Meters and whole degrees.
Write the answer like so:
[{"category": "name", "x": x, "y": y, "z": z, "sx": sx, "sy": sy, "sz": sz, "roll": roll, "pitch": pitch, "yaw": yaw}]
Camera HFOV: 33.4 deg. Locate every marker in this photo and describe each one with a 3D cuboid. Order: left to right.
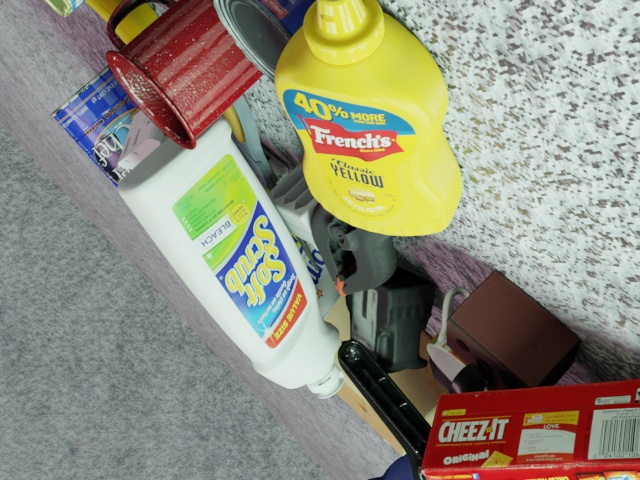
[{"category": "marker", "x": -0.076, "y": -0.093, "z": 0.964, "sx": 0.121, "sy": 0.020, "sz": 0.020, "roll": 40, "pitch": 166, "yaw": 25}]

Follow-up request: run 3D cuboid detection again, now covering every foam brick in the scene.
[{"category": "foam brick", "x": 0.130, "y": 0.069, "z": 0.732, "sx": 0.078, "sy": 0.051, "sz": 0.053, "roll": 41, "pitch": 166, "yaw": 22}]

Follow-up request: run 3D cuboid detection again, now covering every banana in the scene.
[{"category": "banana", "x": -0.165, "y": -0.181, "z": 0.878, "sx": 0.037, "sy": 0.069, "sz": 0.197, "roll": -6, "pitch": 154, "yaw": 26}]

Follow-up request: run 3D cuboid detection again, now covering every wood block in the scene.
[{"category": "wood block", "x": 0.035, "y": 0.100, "z": 1.042, "sx": 0.206, "sy": 0.090, "sz": 0.091, "roll": 42, "pitch": 166, "yaw": 18}]

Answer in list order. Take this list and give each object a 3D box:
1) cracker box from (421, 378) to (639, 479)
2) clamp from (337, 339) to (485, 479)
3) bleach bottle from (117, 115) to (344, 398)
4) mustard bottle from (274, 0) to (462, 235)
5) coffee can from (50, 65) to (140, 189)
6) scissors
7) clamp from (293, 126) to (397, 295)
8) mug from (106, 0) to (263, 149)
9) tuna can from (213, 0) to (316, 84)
[{"category": "cracker box", "x": 0.187, "y": 0.182, "z": 0.704, "sx": 0.164, "sy": 0.072, "sz": 0.213, "roll": -10, "pitch": 131, "yaw": 32}, {"category": "clamp", "x": 0.099, "y": 0.169, "z": 0.807, "sx": 0.165, "sy": 0.036, "sz": 0.210, "roll": -9, "pitch": 110, "yaw": 63}, {"category": "bleach bottle", "x": -0.052, "y": 0.026, "z": 0.871, "sx": 0.250, "sy": 0.102, "sz": 0.068, "roll": 55, "pitch": 160, "yaw": -22}, {"category": "mustard bottle", "x": 0.025, "y": -0.075, "z": 0.599, "sx": 0.096, "sy": 0.058, "sz": 0.191, "roll": 18, "pitch": 155, "yaw": 21}, {"category": "coffee can", "x": -0.187, "y": -0.107, "z": 1.082, "sx": 0.140, "sy": 0.102, "sz": 0.103, "roll": 49, "pitch": 167, "yaw": -14}, {"category": "scissors", "x": -0.059, "y": -0.067, "z": 0.925, "sx": 0.096, "sy": 0.016, "sz": 0.201, "roll": 34, "pitch": 153, "yaw": 54}, {"category": "clamp", "x": 0.019, "y": -0.022, "z": 0.794, "sx": 0.120, "sy": 0.039, "sz": 0.172, "roll": 50, "pitch": 153, "yaw": 19}, {"category": "mug", "x": -0.103, "y": -0.135, "z": 0.780, "sx": 0.117, "sy": 0.081, "sz": 0.093, "roll": 43, "pitch": 167, "yaw": 10}, {"category": "tuna can", "x": -0.025, "y": -0.131, "z": 0.652, "sx": 0.086, "sy": 0.033, "sz": 0.086, "roll": 43, "pitch": 167, "yaw": 12}]
